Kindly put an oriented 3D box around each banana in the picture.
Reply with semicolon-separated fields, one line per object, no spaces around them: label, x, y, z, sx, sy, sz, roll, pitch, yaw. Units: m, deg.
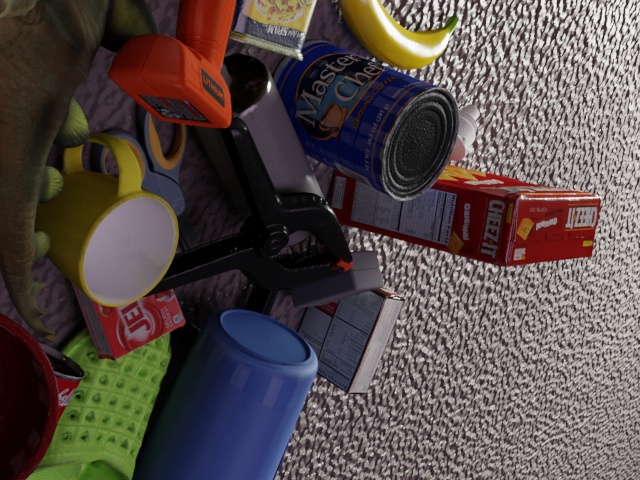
banana;0.067;-0.202;1.006;0.197;0.037;0.069;8;90;-54

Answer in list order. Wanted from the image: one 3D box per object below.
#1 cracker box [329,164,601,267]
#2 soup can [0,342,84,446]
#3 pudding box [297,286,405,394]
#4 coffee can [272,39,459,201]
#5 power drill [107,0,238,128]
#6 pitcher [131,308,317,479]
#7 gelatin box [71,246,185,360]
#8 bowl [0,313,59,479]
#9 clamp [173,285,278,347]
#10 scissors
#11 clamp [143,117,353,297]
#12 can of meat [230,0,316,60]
cracker box;0.141;-0.034;1.054;0.163;0.214;0.072;-5;105;-49
soup can;-0.238;0.133;0.829;0.068;0.069;0.102;27;93;-55
pudding box;0.026;0.091;1.106;0.039;0.090;0.113;7;108;-52
coffee can;0.035;-0.107;0.937;0.102;0.140;0.103;-30;134;-36
power drill;-0.079;-0.177;0.671;0.184;0.057;0.187;42;60;-71
pitcher;-0.090;0.187;0.971;0.149;0.145;0.243;-95;-152;-70
gelatin box;-0.158;0.043;0.867;0.073;0.030;0.089;-26;103;-38
bowl;-0.269;0.111;0.752;0.162;0.055;0.162;-5;106;-18
clamp;-0.075;0.101;1.029;0.120;0.039;0.171;-30;136;-18
scissors;-0.139;-0.029;0.884;0.096;0.016;0.202;-29;134;-34
clamp;-0.056;0.001;0.885;0.165;0.036;0.209;-51;138;10
can of meat;-0.046;-0.197;0.848;0.101;0.058;0.084;4;108;-53
